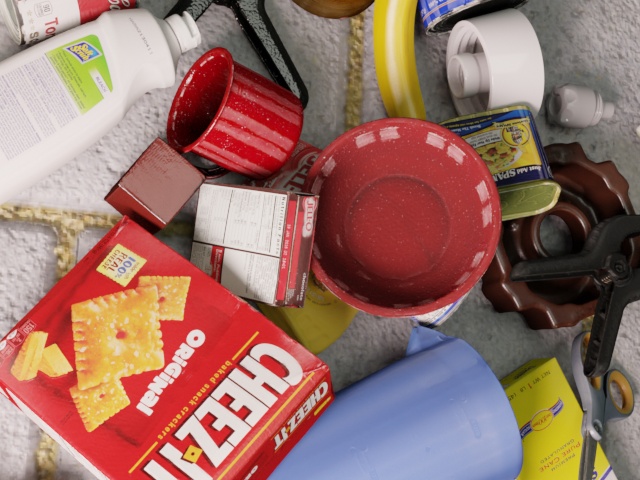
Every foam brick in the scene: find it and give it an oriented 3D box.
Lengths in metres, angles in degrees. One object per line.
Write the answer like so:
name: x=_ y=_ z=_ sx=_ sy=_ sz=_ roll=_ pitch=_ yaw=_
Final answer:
foam brick: x=-0.136 y=-0.042 z=0.866 sx=0.051 sy=0.078 sz=0.053 roll=42 pitch=71 yaw=-11

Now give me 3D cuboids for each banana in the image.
banana: x=0.075 y=-0.183 z=0.956 sx=0.037 sy=0.070 sz=0.198 roll=-13 pitch=119 yaw=-34

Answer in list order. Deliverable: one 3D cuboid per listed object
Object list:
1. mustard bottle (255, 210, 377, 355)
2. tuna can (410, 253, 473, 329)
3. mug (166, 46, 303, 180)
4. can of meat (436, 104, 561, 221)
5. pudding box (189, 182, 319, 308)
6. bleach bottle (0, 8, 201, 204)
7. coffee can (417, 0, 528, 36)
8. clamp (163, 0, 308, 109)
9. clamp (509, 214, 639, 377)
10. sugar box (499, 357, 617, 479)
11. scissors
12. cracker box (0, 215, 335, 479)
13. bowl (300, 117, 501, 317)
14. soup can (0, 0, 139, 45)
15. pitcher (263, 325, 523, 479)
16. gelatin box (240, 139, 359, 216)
mustard bottle: x=0.033 y=0.010 z=0.927 sx=0.191 sy=0.058 sz=0.096 roll=-36 pitch=88 yaw=-21
tuna can: x=0.104 y=0.035 z=0.934 sx=0.033 sy=0.086 sz=0.086 roll=37 pitch=71 yaw=-9
mug: x=-0.075 y=-0.092 z=0.885 sx=0.081 sy=0.117 sz=0.093 roll=24 pitch=33 yaw=-33
can of meat: x=0.147 y=-0.065 z=0.932 sx=0.102 sy=0.057 sz=0.084 roll=-11 pitch=65 yaw=-2
pudding box: x=-0.056 y=0.001 z=0.854 sx=0.039 sy=0.114 sz=0.090 roll=7 pitch=93 yaw=-47
bleach bottle: x=-0.204 y=-0.107 z=0.845 sx=0.250 sy=0.068 sz=0.102 roll=-31 pitch=91 yaw=-15
coffee can: x=0.124 y=-0.273 z=0.981 sx=0.102 sy=0.103 sz=0.140 roll=-17 pitch=87 yaw=-21
clamp: x=-0.075 y=-0.214 z=0.937 sx=0.164 sy=0.036 sz=0.210 roll=13 pitch=81 yaw=-19
clamp: x=0.260 y=0.040 z=0.952 sx=0.171 sy=0.039 sz=0.120 roll=-28 pitch=91 yaw=-20
sugar box: x=0.210 y=0.205 z=0.965 sx=0.093 sy=0.048 sz=0.176 roll=-29 pitch=90 yaw=-23
scissors: x=0.254 y=0.172 z=0.955 sx=0.096 sy=0.016 sz=0.201 roll=35 pitch=42 yaw=-28
cracker box: x=-0.122 y=0.104 z=0.802 sx=0.214 sy=0.072 sz=0.164 roll=34 pitch=68 yaw=22
bowl: x=0.063 y=-0.016 z=0.867 sx=0.162 sy=0.055 sz=0.162 roll=-1 pitch=82 yaw=4
soup can: x=-0.208 y=-0.205 z=0.872 sx=0.102 sy=0.069 sz=0.068 roll=-21 pitch=89 yaw=-21
pitcher: x=0.036 y=0.190 z=0.863 sx=0.242 sy=0.149 sz=0.145 roll=-22 pitch=125 yaw=-18
gelatin box: x=-0.023 y=-0.042 z=0.908 sx=0.089 sy=0.073 sz=0.030 roll=-44 pitch=139 yaw=-20
